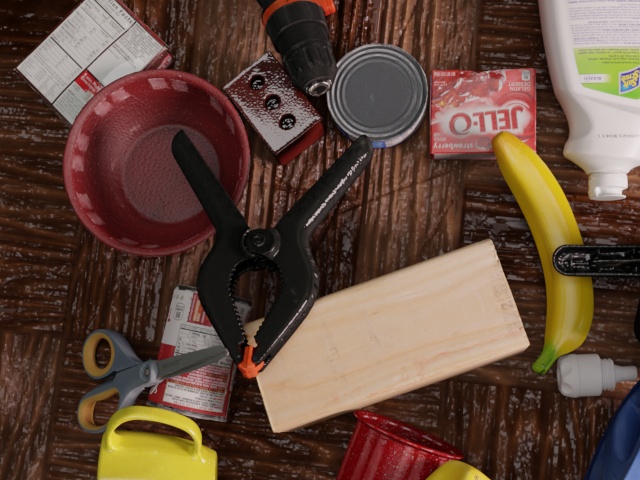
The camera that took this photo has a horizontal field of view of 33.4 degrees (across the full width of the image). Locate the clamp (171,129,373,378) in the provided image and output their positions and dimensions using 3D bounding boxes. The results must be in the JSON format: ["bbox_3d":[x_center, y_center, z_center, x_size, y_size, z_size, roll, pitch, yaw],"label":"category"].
[{"bbox_3d":[-0.055,0.001,0.836,0.164,0.036,0.210,8,68,10],"label":"clamp"}]

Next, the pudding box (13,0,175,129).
[{"bbox_3d":[-0.200,-0.157,0.949,0.113,0.039,0.090,-44,79,-2],"label":"pudding box"}]

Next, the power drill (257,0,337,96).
[{"bbox_3d":[0.036,-0.223,0.902,0.187,0.057,0.184,-20,66,2],"label":"power drill"}]

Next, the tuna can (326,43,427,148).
[{"bbox_3d":[0.049,-0.123,0.914,0.086,0.033,0.086,-1,82,7],"label":"tuna can"}]

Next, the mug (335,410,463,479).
[{"bbox_3d":[0.065,0.193,0.849,0.117,0.093,0.081,21,90,-27],"label":"mug"}]

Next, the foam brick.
[{"bbox_3d":[-0.038,-0.112,0.915,0.053,0.051,0.078,-38,79,0],"label":"foam brick"}]

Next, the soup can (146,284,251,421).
[{"bbox_3d":[-0.100,0.093,0.886,0.068,0.068,0.102,12,83,8],"label":"soup can"}]

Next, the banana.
[{"bbox_3d":[0.186,0.006,0.865,0.037,0.069,0.198,-19,79,45],"label":"banana"}]

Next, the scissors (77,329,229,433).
[{"bbox_3d":[-0.144,0.092,0.865,0.202,0.016,0.096,-38,57,36],"label":"scissors"}]

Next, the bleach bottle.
[{"bbox_3d":[0.226,-0.159,0.883,0.102,0.068,0.251,-1,84,7],"label":"bleach bottle"}]

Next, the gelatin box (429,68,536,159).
[{"bbox_3d":[0.137,-0.106,0.902,0.089,0.030,0.073,1,82,8],"label":"gelatin box"}]

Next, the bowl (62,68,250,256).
[{"bbox_3d":[-0.136,-0.063,0.918,0.162,0.055,0.162,-1,82,7],"label":"bowl"}]

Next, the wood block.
[{"bbox_3d":[0.053,0.079,0.857,0.206,0.091,0.090,-19,79,5],"label":"wood block"}]
